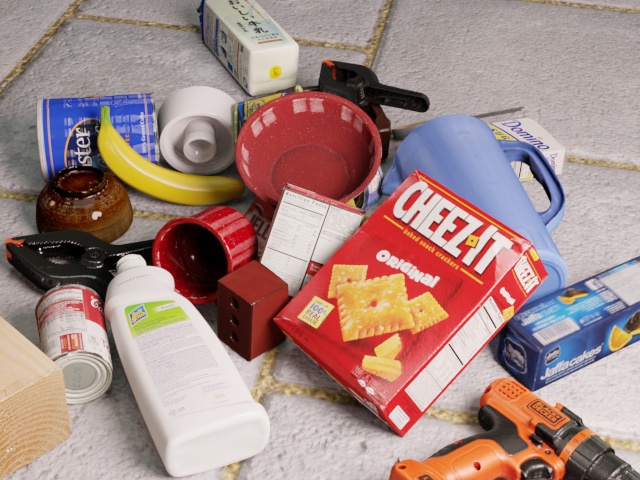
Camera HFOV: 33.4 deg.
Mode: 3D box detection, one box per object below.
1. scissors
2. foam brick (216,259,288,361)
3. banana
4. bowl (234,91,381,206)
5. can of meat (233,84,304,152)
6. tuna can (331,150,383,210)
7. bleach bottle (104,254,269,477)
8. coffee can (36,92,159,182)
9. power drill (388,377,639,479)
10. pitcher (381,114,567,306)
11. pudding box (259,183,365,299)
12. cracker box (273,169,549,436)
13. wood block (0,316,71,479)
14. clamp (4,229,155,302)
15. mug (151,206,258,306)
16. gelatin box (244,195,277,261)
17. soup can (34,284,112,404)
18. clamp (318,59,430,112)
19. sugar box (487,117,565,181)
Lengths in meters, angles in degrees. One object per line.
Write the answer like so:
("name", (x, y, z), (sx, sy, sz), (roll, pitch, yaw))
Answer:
("scissors", (0.187, -0.157, 1.371), (0.202, 0.016, 0.096), (-8, 9, 35))
("foam brick", (-0.068, 0.071, 1.075), (0.051, 0.078, 0.053), (-27, 46, -35))
("banana", (-0.187, -0.082, 1.264), (0.197, 0.070, 0.037), (29, 17, -19))
("bowl", (-0.013, -0.086, 1.186), (0.162, 0.055, 0.162), (-1, 59, 1))
("can of meat", (-0.057, -0.130, 1.287), (0.084, 0.057, 0.102), (-12, 54, 13))
("tuna can", (0.033, -0.073, 1.266), (0.086, 0.086, 0.033), (30, 46, 32))
("bleach bottle", (-0.139, 0.102, 1.017), (0.102, 0.068, 0.251), (-14, 45, -19))
("coffee can", (-0.271, -0.127, 1.309), (0.140, 0.103, 0.103), (-4, 37, -9))
("power drill", (0.167, 0.208, 0.919), (0.187, 0.057, 0.185), (-22, 39, -33))
("pitcher", (0.185, -0.025, 1.174), (0.144, 0.149, 0.243), (24, 28, -34))
("pudding box", (-0.013, 0.007, 1.110), (0.090, 0.113, 0.039), (20, 9, 2))
("cracker box", (0.085, 0.054, 1.032), (0.213, 0.072, 0.164), (-47, 51, -7))
("wood block", (-0.330, 0.119, 0.987), (0.206, 0.091, 0.090), (31, 45, 34))
("clamp", (-0.237, 0.024, 1.163), (0.210, 0.036, 0.164), (15, 37, 11))
("mug", (-0.111, 0.021, 1.123), (0.093, 0.117, 0.081), (-27, 4, 27))
("gelatin box", (-0.058, 0.001, 1.172), (0.030, 0.073, 0.089), (26, 11, -49))
("soup can", (-0.240, 0.100, 1.035), (0.068, 0.068, 0.102), (-8, 38, -13))
("clamp", (0.059, -0.190, 1.368), (0.120, 0.039, 0.171), (-12, 40, -18))
("sugar box", (0.211, -0.109, 1.355), (0.176, 0.048, 0.093), (-13, 38, -17))
